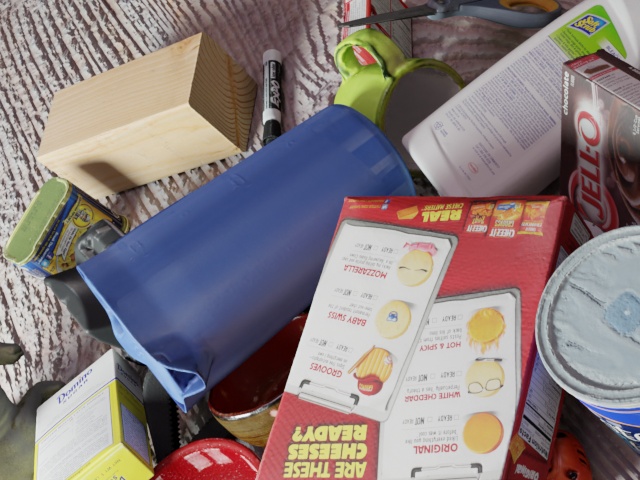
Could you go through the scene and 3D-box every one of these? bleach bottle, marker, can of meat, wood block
[{"bbox_3d":[0.187,-0.111,0.781,0.251,0.068,0.103,-37,68,7],"label":"bleach bottle"},{"bbox_3d":[-0.047,-0.136,1.031,0.020,0.020,0.121,-23,49,27],"label":"marker"},{"bbox_3d":[-0.253,-0.002,1.064,0.058,0.083,0.102,15,72,45],"label":"can of meat"},{"bbox_3d":[-0.176,-0.121,1.078,0.206,0.090,0.091,-14,54,32],"label":"wood block"}]

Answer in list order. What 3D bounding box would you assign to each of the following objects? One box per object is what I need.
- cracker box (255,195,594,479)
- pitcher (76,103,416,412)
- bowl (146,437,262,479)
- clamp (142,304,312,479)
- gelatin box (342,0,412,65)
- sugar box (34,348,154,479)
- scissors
[{"bbox_3d":[0.068,0.079,0.666,0.164,0.072,0.213,1,64,36],"label":"cracker box"},{"bbox_3d":[-0.055,0.001,0.808,0.242,0.145,0.149,-37,82,-13],"label":"pitcher"},{"bbox_3d":[-0.080,0.229,0.778,0.162,0.055,0.162,-22,50,28],"label":"bowl"},{"bbox_3d":[-0.096,0.089,0.866,0.165,0.036,0.210,22,81,13],"label":"clamp"},{"bbox_3d":[0.051,-0.189,0.946,0.030,0.073,0.089,-20,51,30],"label":"gelatin box"},{"bbox_3d":[-0.189,0.164,0.880,0.093,0.048,0.176,-39,20,3],"label":"sugar box"},{"bbox_3d":[0.114,-0.179,0.845,0.096,0.016,0.201,33,44,30],"label":"scissors"}]
